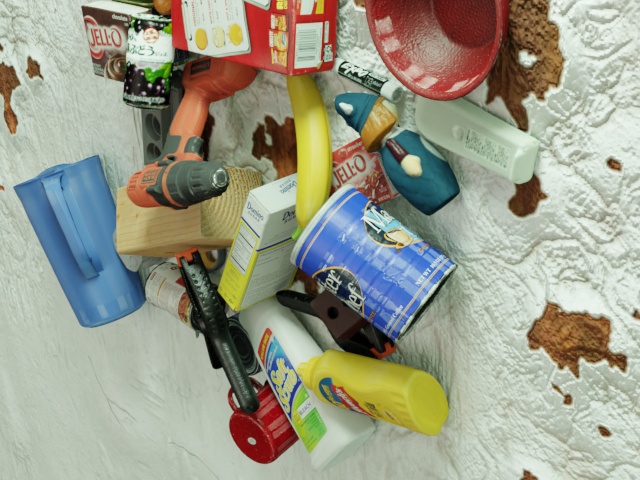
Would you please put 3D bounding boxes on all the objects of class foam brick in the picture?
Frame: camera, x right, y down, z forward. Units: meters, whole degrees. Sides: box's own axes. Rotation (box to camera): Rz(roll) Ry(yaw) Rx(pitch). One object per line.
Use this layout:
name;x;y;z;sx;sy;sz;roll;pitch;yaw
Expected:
foam brick;0.038;0.066;1.178;0.078;0.051;0.053;-42;74;15

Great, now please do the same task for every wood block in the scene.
wood block;-0.170;-0.033;1.352;0.207;0.090;0.090;-10;78;50

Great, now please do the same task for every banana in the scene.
banana;-0.016;-0.100;1.152;0.070;0.037;0.198;-4;84;49

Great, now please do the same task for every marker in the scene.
marker;0.037;-0.172;1.108;0.121;0.020;0.020;33;132;37

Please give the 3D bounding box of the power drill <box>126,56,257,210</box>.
power drill;-0.139;-0.124;1.225;0.057;0.187;0.185;34;158;-33

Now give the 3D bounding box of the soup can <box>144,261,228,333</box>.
soup can;-0.182;0.076;1.442;0.102;0.068;0.068;24;126;39

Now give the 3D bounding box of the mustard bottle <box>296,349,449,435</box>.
mustard bottle;0.047;0.165;1.216;0.192;0.058;0.096;10;150;42

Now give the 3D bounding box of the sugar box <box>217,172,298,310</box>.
sugar box;-0.058;0.001;1.257;0.048;0.093;0.176;45;138;26

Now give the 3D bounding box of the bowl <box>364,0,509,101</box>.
bowl;0.115;-0.210;0.961;0.162;0.055;0.162;27;128;40

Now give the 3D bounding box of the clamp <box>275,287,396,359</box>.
clamp;0.016;0.081;1.252;0.171;0.039;0.120;53;139;18

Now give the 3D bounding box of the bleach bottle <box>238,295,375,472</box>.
bleach bottle;-0.035;0.160;1.340;0.251;0.067;0.103;55;140;19

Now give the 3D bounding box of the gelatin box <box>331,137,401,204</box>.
gelatin box;0.045;-0.071;1.143;0.089;0.030;0.073;-22;91;53

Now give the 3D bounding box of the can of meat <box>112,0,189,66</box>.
can of meat;-0.211;-0.265;1.333;0.102;0.057;0.084;20;126;44

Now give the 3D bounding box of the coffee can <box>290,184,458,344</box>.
coffee can;0.054;0.024;1.094;0.140;0.102;0.103;38;137;11

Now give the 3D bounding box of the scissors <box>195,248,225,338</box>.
scissors;-0.158;0.058;1.473;0.096;0.016;0.202;18;122;45

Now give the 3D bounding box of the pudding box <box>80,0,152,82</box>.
pudding box;-0.243;-0.242;1.303;0.114;0.039;0.090;19;126;43

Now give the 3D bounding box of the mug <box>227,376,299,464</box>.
mug;-0.073;0.228;1.390;0.117;0.081;0.093;46;139;9

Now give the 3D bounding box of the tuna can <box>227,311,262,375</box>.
tuna can;-0.097;0.137;1.425;0.086;0.033;0.086;27;129;40

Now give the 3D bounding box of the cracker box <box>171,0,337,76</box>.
cracker box;-0.073;-0.274;1.135;0.214;0.071;0.164;22;117;44

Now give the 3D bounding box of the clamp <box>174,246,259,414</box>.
clamp;-0.131;0.109;1.332;0.165;0.036;0.210;42;152;58

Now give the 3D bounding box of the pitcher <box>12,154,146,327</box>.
pitcher;-0.351;0.004;1.583;0.145;0.149;0.243;-13;102;39
